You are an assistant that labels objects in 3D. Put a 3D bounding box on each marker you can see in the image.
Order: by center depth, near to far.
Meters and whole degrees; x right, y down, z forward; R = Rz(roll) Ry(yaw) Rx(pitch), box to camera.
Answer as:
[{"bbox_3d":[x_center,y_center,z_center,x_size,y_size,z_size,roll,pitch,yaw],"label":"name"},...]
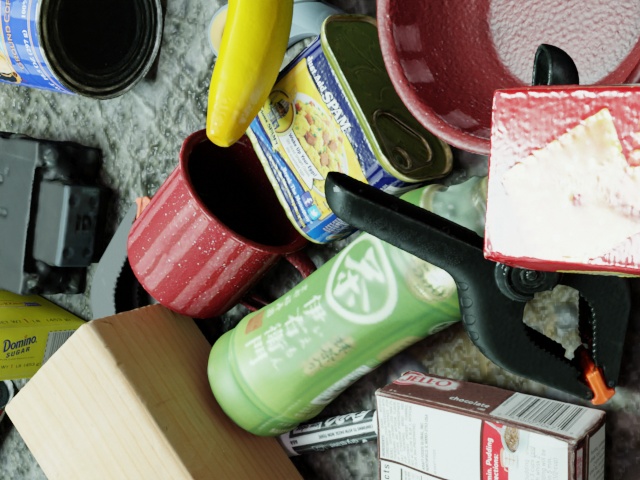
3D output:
[{"bbox_3d":[0.021,0.107,0.611,0.121,0.020,0.020,-19,77,38],"label":"marker"}]

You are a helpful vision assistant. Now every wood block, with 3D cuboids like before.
[{"bbox_3d":[-0.076,0.146,0.616,0.090,0.090,0.206,-44,74,27],"label":"wood block"}]

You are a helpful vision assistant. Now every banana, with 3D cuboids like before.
[{"bbox_3d":[-0.043,-0.137,0.610,0.070,0.037,0.198,-43,39,31],"label":"banana"}]

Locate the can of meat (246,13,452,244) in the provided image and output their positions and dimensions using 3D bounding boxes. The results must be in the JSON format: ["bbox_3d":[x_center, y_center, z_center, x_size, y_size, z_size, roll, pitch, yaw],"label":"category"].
[{"bbox_3d":[0.012,-0.059,0.589,0.084,0.057,0.102,-36,74,41],"label":"can of meat"}]

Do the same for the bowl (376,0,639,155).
[{"bbox_3d":[0.107,-0.119,0.519,0.162,0.055,0.162,-1,88,40],"label":"bowl"}]

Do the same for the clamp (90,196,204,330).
[{"bbox_3d":[-0.112,0.078,0.713,0.165,0.036,0.210,19,102,34],"label":"clamp"}]

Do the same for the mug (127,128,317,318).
[{"bbox_3d":[-0.054,0.001,0.642,0.117,0.093,0.082,39,125,-6],"label":"mug"}]

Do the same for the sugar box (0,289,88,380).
[{"bbox_3d":[-0.264,0.053,0.806,0.176,0.093,0.048,24,104,38],"label":"sugar box"}]

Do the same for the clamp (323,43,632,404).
[{"bbox_3d":[0.097,-0.001,0.483,0.120,0.171,0.039,-36,23,18],"label":"clamp"}]

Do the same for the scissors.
[{"bbox_3d":[-0.006,-0.117,0.641,0.202,0.016,0.096,48,120,30],"label":"scissors"}]

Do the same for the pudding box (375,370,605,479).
[{"bbox_3d":[0.082,0.121,0.532,0.114,0.039,0.090,9,109,38],"label":"pudding box"}]

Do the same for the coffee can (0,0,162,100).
[{"bbox_3d":[-0.195,-0.157,0.745,0.141,0.102,0.103,15,98,39],"label":"coffee can"}]
